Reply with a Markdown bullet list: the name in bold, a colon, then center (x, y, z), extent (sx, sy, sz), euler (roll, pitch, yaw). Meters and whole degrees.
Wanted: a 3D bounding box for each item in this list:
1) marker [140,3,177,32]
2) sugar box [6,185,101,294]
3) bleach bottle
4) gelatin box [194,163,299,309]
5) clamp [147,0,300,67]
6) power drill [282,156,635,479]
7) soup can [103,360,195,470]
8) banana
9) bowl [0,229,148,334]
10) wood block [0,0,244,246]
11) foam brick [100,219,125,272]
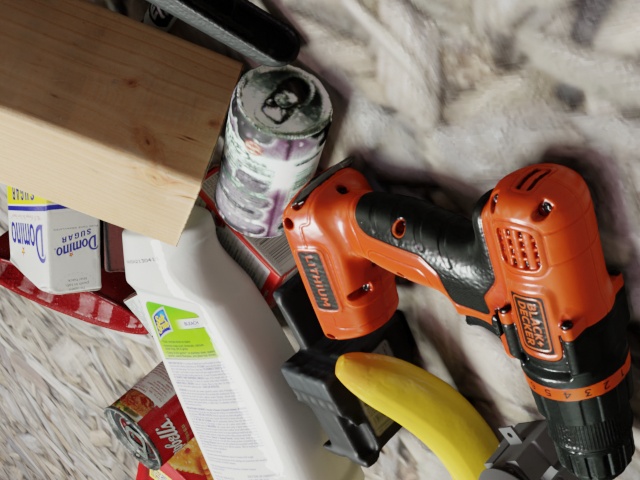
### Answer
- **marker**: center (-0.086, -0.139, 0.616), extent (0.020, 0.020, 0.121), euler (51, 151, -3)
- **sugar box**: center (-0.188, -0.059, 0.740), extent (0.093, 0.048, 0.176), euler (25, 115, 55)
- **bleach bottle**: center (-0.062, 0.071, 0.710), extent (0.103, 0.068, 0.251), euler (-9, 110, 39)
- **gelatin box**: center (-0.055, 0.001, 0.727), extent (0.089, 0.030, 0.073), euler (46, 152, 10)
- **clamp**: center (-0.114, -0.164, 0.523), extent (0.210, 0.036, 0.164), euler (15, 150, 12)
- **power drill**: center (0.075, 0.035, 0.565), extent (0.188, 0.057, 0.184), euler (13, 131, 43)
- **soup can**: center (-0.123, 0.135, 0.904), extent (0.069, 0.102, 0.068), euler (34, 148, 25)
- **banana**: center (0.078, 0.135, 0.666), extent (0.197, 0.069, 0.037), euler (62, 173, -26)
- **bowl**: center (-0.210, 0.025, 0.904), extent (0.162, 0.055, 0.162), euler (19, 163, 6)
- **wood block**: center (-0.161, -0.085, 0.620), extent (0.206, 0.090, 0.091), euler (20, 151, -8)
- **foam brick**: center (-0.137, -0.008, 0.770), extent (0.078, 0.053, 0.051), euler (-164, 70, -69)
